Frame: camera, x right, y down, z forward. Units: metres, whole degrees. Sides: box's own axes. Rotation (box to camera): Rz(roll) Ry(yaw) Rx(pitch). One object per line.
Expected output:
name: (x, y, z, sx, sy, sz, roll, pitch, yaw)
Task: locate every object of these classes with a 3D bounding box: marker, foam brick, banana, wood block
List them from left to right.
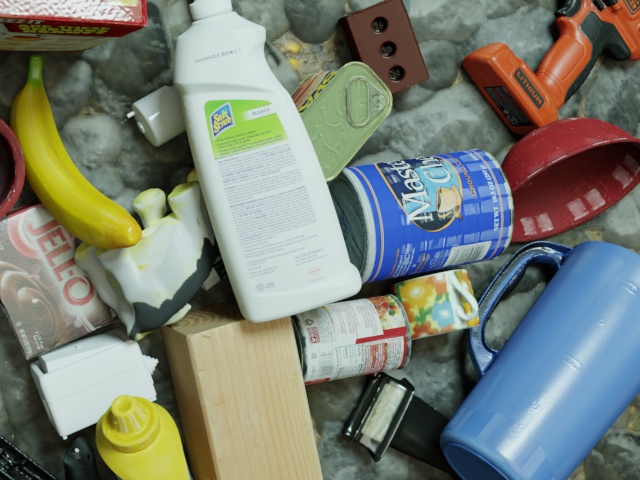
banana: (-0.194, -0.052, 0.804, 0.037, 0.070, 0.198, -14, 56, -36)
wood block: (-0.062, 0.159, 0.897, 0.090, 0.090, 0.206, -14, 100, -22)
marker: (-0.056, 0.001, 0.924, 0.121, 0.020, 0.020, -37, 107, -16)
foam brick: (0.055, -0.167, 0.930, 0.053, 0.051, 0.078, -22, 102, -2)

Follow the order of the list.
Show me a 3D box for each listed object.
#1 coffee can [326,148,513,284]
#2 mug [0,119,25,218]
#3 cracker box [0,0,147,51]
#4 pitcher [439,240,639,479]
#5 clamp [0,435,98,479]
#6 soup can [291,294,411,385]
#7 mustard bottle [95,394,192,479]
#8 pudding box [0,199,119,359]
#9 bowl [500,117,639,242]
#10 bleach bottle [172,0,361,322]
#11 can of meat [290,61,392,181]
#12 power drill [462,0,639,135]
coffee can: (0.082, -0.022, 0.933, 0.140, 0.103, 0.103, -9, 98, -22)
mug: (-0.283, -0.048, 0.791, 0.117, 0.082, 0.093, -32, 106, -17)
cracker box: (-0.223, -0.173, 0.733, 0.164, 0.214, 0.072, -2, 95, -22)
pitcher: (0.211, 0.120, 0.974, 0.242, 0.149, 0.145, -46, 119, -21)
clamp: (-0.187, 0.214, 0.843, 0.171, 0.120, 0.039, 54, 50, -21)
soup can: (0.019, 0.088, 0.936, 0.102, 0.069, 0.068, -7, 97, -22)
mustard bottle: (-0.130, 0.175, 0.817, 0.058, 0.096, 0.191, -29, 144, -17)
pudding box: (-0.215, 0.025, 0.849, 0.090, 0.039, 0.113, -24, 104, -20)
bowl: (0.220, -0.064, 0.983, 0.161, 0.162, 0.055, -11, 63, -21)
bleach bottle: (-0.046, -0.069, 0.815, 0.102, 0.068, 0.251, -16, 105, -9)
can of meat: (0.000, -0.099, 0.903, 0.057, 0.084, 0.102, 44, 78, -20)
power drill: (0.221, -0.204, 0.999, 0.187, 0.057, 0.184, -45, 109, -13)
